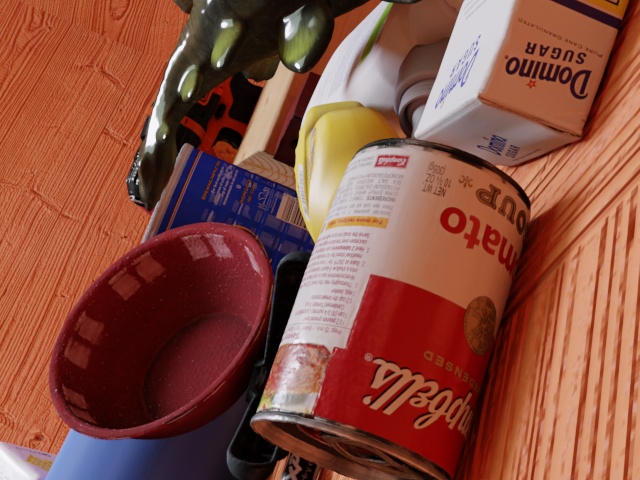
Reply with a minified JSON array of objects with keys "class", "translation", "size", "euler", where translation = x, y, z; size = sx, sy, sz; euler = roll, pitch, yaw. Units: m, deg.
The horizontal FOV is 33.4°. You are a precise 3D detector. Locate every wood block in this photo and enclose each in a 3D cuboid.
[{"class":"wood block","translation":[0.010,-0.141,0.910],"size":[0.090,0.090,0.206],"euler":[-20,47,68]}]

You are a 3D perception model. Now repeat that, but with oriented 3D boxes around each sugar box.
[{"class":"sugar box","translation":[0.092,-0.118,0.400],"size":[0.093,0.048,0.176],"euler":[165,124,-82]}]

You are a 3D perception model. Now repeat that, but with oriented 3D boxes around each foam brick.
[{"class":"foam brick","translation":[0.012,-0.079,0.794],"size":[0.053,0.078,0.051],"euler":[120,171,-53]}]

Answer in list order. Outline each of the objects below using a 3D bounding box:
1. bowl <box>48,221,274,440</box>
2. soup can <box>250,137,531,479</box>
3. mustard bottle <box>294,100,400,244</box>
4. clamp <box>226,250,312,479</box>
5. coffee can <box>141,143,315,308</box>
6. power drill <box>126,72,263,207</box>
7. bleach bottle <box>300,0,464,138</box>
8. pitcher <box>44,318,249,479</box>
[{"class":"bowl","translation":[-0.090,0.067,0.674],"size":[0.162,0.055,0.162],"euler":[-19,44,19]},{"class":"soup can","translation":[0.026,0.026,0.358],"size":[0.069,0.068,0.102],"euler":[128,164,-69]},{"class":"mustard bottle","translation":[0.020,-0.021,0.549],"size":[0.191,0.058,0.096],"euler":[-111,15,-80]},{"class":"clamp","translation":[-0.025,0.091,0.600],"size":[0.171,0.039,0.120],"euler":[91,-161,-63]},{"class":"coffee can","translation":[-0.055,0.001,0.797],"size":[0.103,0.140,0.103],"euler":[-159,91,-84]},{"class":"power drill","translation":[-0.066,-0.084,0.955],"size":[0.057,0.187,0.184],"euler":[1,66,62]},{"class":"bleach bottle","translation":[0.051,-0.108,0.640],"size":[0.251,0.068,0.102],"euler":[154,139,-78]},{"class":"pitcher","translation":[-0.129,0.186,0.748],"size":[0.145,0.149,0.242],"euler":[-22,32,44]}]
